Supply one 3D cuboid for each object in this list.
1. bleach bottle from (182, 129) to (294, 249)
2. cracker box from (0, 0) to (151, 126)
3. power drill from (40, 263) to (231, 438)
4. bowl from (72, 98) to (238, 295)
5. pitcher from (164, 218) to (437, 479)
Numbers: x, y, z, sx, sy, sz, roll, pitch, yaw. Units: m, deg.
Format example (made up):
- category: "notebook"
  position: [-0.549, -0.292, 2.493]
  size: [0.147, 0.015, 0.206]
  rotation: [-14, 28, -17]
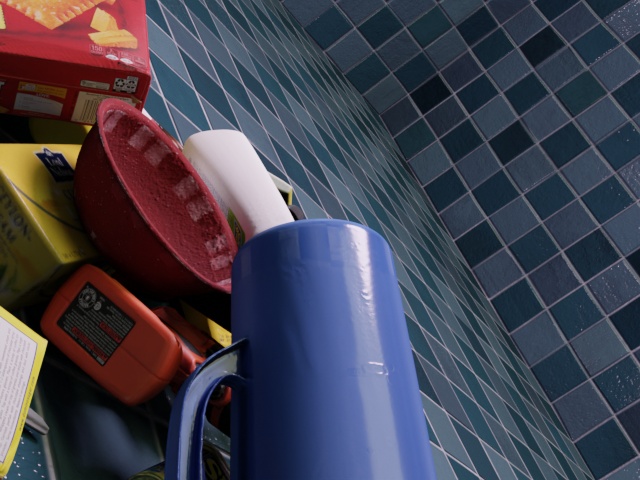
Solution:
- category: "bleach bottle"
  position: [-0.056, 0.001, 0.869]
  size: [0.251, 0.068, 0.103]
  rotation: [-125, -147, -54]
- category: "cracker box"
  position: [-0.226, -0.194, 0.854]
  size: [0.164, 0.072, 0.214]
  rotation: [6, 50, -22]
- category: "power drill"
  position: [-0.094, 0.093, 0.741]
  size: [0.185, 0.057, 0.187]
  rotation: [33, -5, 27]
- category: "bowl"
  position: [-0.123, -0.018, 0.750]
  size: [0.162, 0.055, 0.162]
  rotation: [53, 12, -17]
- category: "pitcher"
  position: [-0.005, 0.111, 0.646]
  size: [0.149, 0.145, 0.243]
  rotation: [58, 22, -58]
